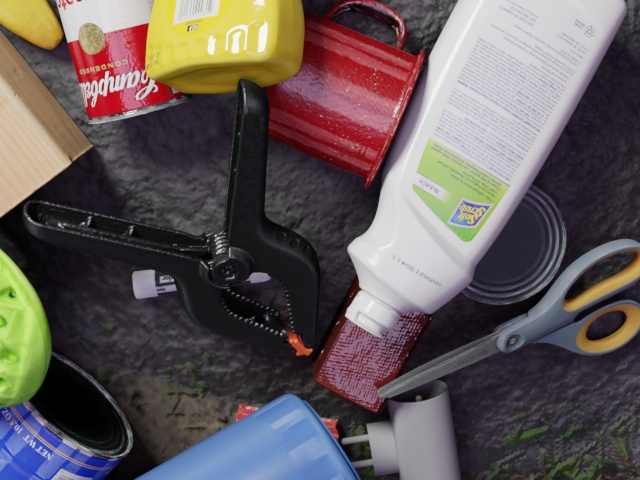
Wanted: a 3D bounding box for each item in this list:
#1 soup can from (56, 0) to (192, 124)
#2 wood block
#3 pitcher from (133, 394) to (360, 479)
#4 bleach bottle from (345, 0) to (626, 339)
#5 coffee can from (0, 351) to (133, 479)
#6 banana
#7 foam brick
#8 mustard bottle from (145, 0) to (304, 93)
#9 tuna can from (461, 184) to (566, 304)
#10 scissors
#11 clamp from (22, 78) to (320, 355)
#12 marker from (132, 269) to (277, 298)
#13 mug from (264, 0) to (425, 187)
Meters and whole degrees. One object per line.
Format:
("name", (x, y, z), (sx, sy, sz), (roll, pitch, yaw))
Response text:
("soup can", (-0.125, -0.130, 0.664), (0.068, 0.068, 0.102), (-13, 103, 1))
("wood block", (-0.246, -0.108, 0.656), (0.091, 0.090, 0.206), (-36, 101, 6))
("pitcher", (-0.088, 0.206, 0.672), (0.242, 0.149, 0.145), (-31, 109, -11))
("bleach bottle", (0.084, -0.057, 0.662), (0.102, 0.068, 0.251), (31, 90, -1))
("coffee can", (-0.209, 0.155, 0.712), (0.102, 0.103, 0.140), (41, 99, -10))
("banana", (-0.212, -0.213, 0.658), (0.069, 0.037, 0.198), (-8, 103, 2))
("foam brick", (0.033, 0.066, 0.723), (0.051, 0.053, 0.078), (26, 100, -7))
("mustard bottle", (-0.052, -0.186, 0.627), (0.096, 0.058, 0.191), (-3, 79, 35))
("tuna can", (0.119, -0.002, 0.718), (0.086, 0.034, 0.086), (0, 103, -1))
("scissors", (0.141, 0.073, 0.722), (0.202, 0.016, 0.096), (-35, 126, 1))
("clamp", (-0.054, 0.001, 0.667), (0.165, 0.036, 0.209), (-32, 129, 18))
("marker", (-0.067, 0.023, 0.727), (0.121, 0.020, 0.020), (-7, 103, 0))
("mug", (0.014, -0.101, 0.670), (0.081, 0.093, 0.117), (23, 75, -2))
